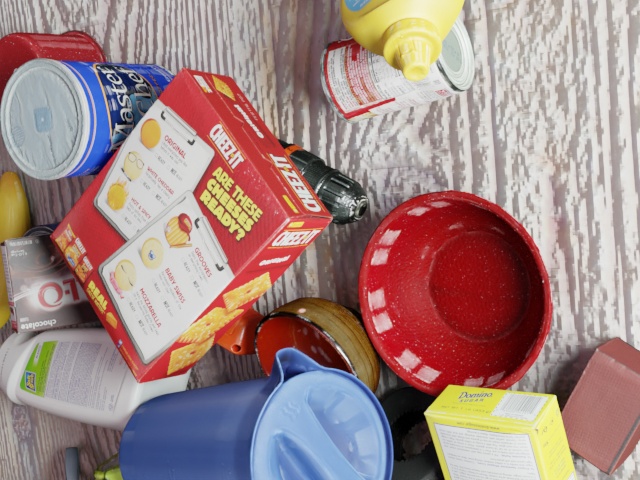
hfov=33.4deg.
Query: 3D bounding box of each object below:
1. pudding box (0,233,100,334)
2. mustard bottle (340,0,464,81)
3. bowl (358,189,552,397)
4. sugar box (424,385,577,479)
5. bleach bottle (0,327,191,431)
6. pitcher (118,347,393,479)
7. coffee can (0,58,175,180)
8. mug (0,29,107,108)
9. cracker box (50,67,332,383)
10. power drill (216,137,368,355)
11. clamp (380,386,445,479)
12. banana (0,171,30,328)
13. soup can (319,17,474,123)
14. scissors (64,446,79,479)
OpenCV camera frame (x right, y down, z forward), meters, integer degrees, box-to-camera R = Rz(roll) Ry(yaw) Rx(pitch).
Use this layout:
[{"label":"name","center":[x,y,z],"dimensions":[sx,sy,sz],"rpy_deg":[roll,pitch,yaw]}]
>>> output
[{"label":"pudding box","center":[-0.244,0.036,1.026],"dimensions":[0.039,0.113,0.090],"rpy_deg":[178,84,-67]},{"label":"mustard bottle","center":[0.059,-0.190,0.777],"dimensions":[0.096,0.058,0.191],"rpy_deg":[-25,49,25]},{"label":"bowl","center":[0.111,0.040,0.828],"dimensions":[0.162,0.055,0.162],"rpy_deg":[5,99,32]},{"label":"sugar box","center":[0.146,0.195,0.797],"dimensions":[0.094,0.048,0.176],"rpy_deg":[1,120,40]},{"label":"bleach bottle","center":[-0.244,0.125,1.062],"dimensions":[0.251,0.068,0.102],"rpy_deg":[6,75,38]},{"label":"pitcher","center":[-0.063,0.186,0.872],"dimensions":[0.243,0.144,0.149],"rpy_deg":[-14,47,52]},{"label":"coffee can","center":[-0.199,-0.109,0.959],"dimensions":[0.103,0.140,0.103],"rpy_deg":[5,99,32]},{"label":"mug","center":[-0.274,-0.153,1.037],"dimensions":[0.117,0.081,0.093],"rpy_deg":[-31,79,32]},{"label":"cracker box","center":[-0.113,-0.010,0.892],"dimensions":[0.214,0.072,0.164],"rpy_deg":[-46,67,27]},{"label":"power drill","center":[-0.056,0.001,0.932],"dimensions":[0.185,0.057,0.188],"rpy_deg":[28,107,31]},{"label":"clamp","center":[0.049,0.189,0.869],"dimensions":[0.210,0.036,0.164],"rpy_deg":[-31,47,27]},{"label":"banana","center":[-0.339,0.027,1.129],"dimensions":[0.070,0.037,0.198],"rpy_deg":[32,112,25]},{"label":"soup can","center":[0.060,-0.136,0.831],"dimensions":[0.102,0.068,0.068],"rpy_deg":[-12,90,33]},{"label":"scissors","center":[-0.241,0.241,1.039],"dimensions":[0.202,0.016,0.096],"rpy_deg":[123,143,-67]}]
